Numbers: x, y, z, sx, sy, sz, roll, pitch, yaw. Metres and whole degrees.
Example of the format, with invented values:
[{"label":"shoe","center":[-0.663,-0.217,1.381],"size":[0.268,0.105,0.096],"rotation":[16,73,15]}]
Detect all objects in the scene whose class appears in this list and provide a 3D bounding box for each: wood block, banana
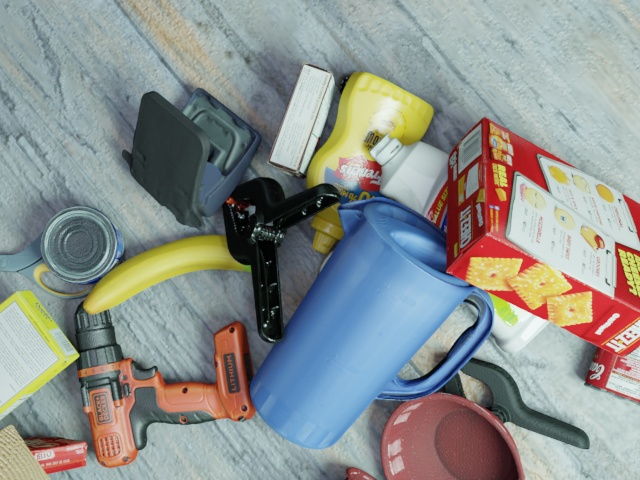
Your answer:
[{"label":"wood block","center":[-0.362,0.278,1.090],"size":[0.090,0.090,0.206],"rotation":[54,134,4]},{"label":"banana","center":[-0.159,0.030,1.149],"size":[0.198,0.069,0.037],"rotation":[-13,128,-1]}]

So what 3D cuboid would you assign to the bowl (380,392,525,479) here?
[{"label":"bowl","center":[0.144,0.223,1.094],"size":[0.162,0.055,0.162],"rotation":[10,109,31]}]

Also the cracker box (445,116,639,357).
[{"label":"cracker box","center":[0.223,-0.002,1.030],"size":[0.213,0.164,0.072],"rotation":[26,133,-19]}]

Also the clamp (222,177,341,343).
[{"label":"clamp","center":[-0.057,0.001,1.082],"size":[0.036,0.210,0.164],"rotation":[17,97,-30]}]

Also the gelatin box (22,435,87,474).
[{"label":"gelatin box","center":[-0.304,0.228,1.135],"size":[0.089,0.073,0.030],"rotation":[-4,87,41]}]

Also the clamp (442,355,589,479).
[{"label":"clamp","center":[0.196,0.183,1.120],"size":[0.120,0.039,0.171],"rotation":[-32,88,8]}]

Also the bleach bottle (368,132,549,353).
[{"label":"bleach bottle","center":[0.141,-0.006,1.097],"size":[0.102,0.068,0.251],"rotation":[-45,95,0]}]

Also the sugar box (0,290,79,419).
[{"label":"sugar box","center":[-0.354,0.142,1.132],"size":[0.176,0.048,0.093],"rotation":[-38,85,7]}]

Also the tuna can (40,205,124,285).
[{"label":"tuna can","center":[-0.259,0.006,1.160],"size":[0.086,0.034,0.086],"rotation":[0,85,1]}]

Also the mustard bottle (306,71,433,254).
[{"label":"mustard bottle","center":[0.039,-0.075,1.131],"size":[0.096,0.058,0.191],"rotation":[25,92,-22]}]

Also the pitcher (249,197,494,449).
[{"label":"pitcher","center":[0.043,0.093,1.046],"size":[0.243,0.144,0.149],"rotation":[-55,50,22]}]

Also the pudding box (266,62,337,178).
[{"label":"pudding box","center":[-0.018,-0.125,1.127],"size":[0.039,0.090,0.113],"rotation":[18,90,5]}]

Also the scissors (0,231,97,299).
[{"label":"scissors","center":[-0.341,0.008,1.192],"size":[0.202,0.016,0.096],"rotation":[17,88,5]}]

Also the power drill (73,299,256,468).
[{"label":"power drill","center":[-0.169,0.140,1.152],"size":[0.188,0.057,0.184],"rotation":[-12,87,7]}]
